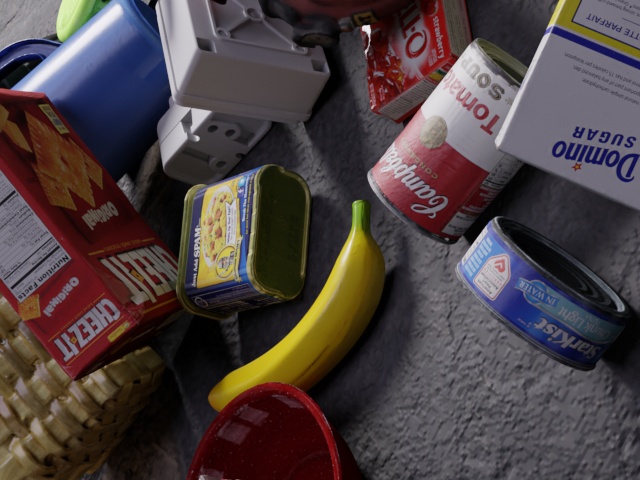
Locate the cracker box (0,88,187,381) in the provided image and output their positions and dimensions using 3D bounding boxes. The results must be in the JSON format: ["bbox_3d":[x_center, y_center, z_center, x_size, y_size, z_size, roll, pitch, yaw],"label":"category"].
[{"bbox_3d":[-0.193,-0.014,0.787,0.072,0.164,0.214,-40,87,11],"label":"cracker box"}]

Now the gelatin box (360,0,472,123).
[{"bbox_3d":[0.063,-0.134,0.710,0.073,0.030,0.089,-31,53,40],"label":"gelatin box"}]

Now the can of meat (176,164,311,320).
[{"bbox_3d":[-0.055,0.001,0.779,0.084,0.057,0.102,-16,64,45],"label":"can of meat"}]

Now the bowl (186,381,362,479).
[{"bbox_3d":[-0.022,0.172,0.664,0.162,0.055,0.162,-24,57,44],"label":"bowl"}]

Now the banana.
[{"bbox_3d":[-0.012,0.066,0.716,0.198,0.037,0.069,-51,30,24],"label":"banana"}]

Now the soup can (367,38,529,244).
[{"bbox_3d":[0.084,-0.057,0.620,0.102,0.068,0.068,-52,41,22],"label":"soup can"}]

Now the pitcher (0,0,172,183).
[{"bbox_3d":[-0.224,-0.104,0.933,0.243,0.149,0.145,-42,29,10],"label":"pitcher"}]

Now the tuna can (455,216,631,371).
[{"bbox_3d":[0.112,0.025,0.536,0.034,0.086,0.086,-56,40,16],"label":"tuna can"}]
